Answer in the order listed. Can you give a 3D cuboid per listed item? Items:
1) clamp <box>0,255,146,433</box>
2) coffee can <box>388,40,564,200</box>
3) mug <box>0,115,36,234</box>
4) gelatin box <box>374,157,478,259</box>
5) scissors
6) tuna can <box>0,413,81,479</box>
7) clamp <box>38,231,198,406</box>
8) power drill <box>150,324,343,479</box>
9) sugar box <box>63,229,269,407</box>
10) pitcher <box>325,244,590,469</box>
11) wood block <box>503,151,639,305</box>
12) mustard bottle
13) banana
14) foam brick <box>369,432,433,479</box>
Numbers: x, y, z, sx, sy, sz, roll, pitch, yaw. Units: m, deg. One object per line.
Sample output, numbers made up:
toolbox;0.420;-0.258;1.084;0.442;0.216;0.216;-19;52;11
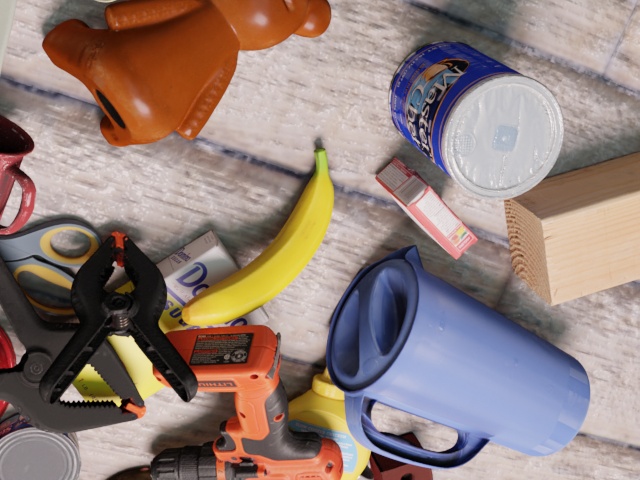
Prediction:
clamp;-0.247;0.110;0.885;0.209;0.036;0.164;34;83;-19
coffee can;0.127;-0.105;0.900;0.102;0.140;0.103;-6;113;-14
mug;-0.272;-0.048;0.833;0.117;0.093;0.081;30;110;13
gelatin box;0.093;-0.030;0.949;0.030;0.089;0.073;-44;116;3
scissors;-0.269;-0.009;0.897;0.201;0.016;0.096;40;95;-25
tuna can;-0.262;0.199;0.973;0.086;0.034;0.086;-6;113;-14
clamp;-0.154;0.066;0.870;0.120;0.171;0.039;11;139;-9
power drill;-0.084;0.158;0.939;0.184;0.057;0.187;-6;132;12
sugar box;-0.144;0.077;0.951;0.176;0.048;0.093;-32;116;0
pitcher;0.132;0.128;1.002;0.242;0.145;0.149;26;115;-27
wood block;0.289;-0.021;1.009;0.206;0.090;0.091;-16;114;-9
mustard bottle;-0.002;0.206;1.024;0.096;0.058;0.192;13;97;11
banana;-0.043;0.011;0.929;0.069;0.037;0.197;49;66;-27
foam brick;0.083;0.245;1.079;0.053;0.051;0.078;-16;115;-9
